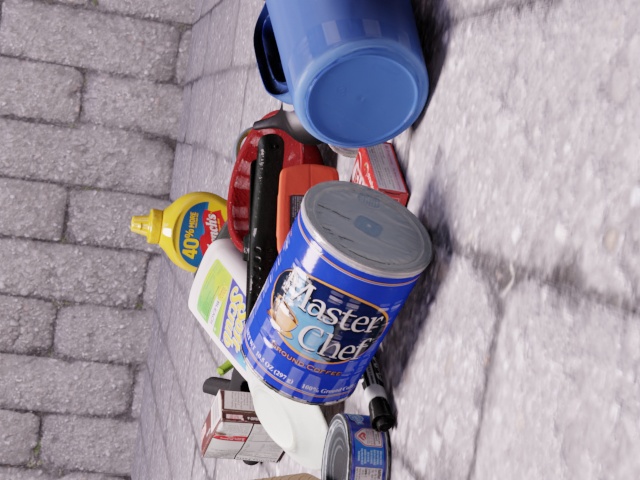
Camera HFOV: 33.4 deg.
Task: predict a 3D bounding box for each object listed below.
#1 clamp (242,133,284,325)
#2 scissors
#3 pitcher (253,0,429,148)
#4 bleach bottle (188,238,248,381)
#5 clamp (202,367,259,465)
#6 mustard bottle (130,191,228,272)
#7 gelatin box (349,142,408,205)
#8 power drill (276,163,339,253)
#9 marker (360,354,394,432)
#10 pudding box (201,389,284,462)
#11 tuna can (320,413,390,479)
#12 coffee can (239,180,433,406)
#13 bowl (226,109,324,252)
[{"bbox_3d":[-0.057,0.001,1.040,0.165,0.036,0.210,118,155,-77],"label":"clamp"},{"bbox_3d":[-0.102,-0.052,1.233,0.201,0.096,0.016,-43,6,-16],"label":"scissors"},{"bbox_3d":[0.011,-0.186,0.911,0.149,0.145,0.243,82,179,-46],"label":"pitcher"},{"bbox_3d":[-0.059,0.093,1.119,0.251,0.068,0.103,42,112,54],"label":"bleach bottle"},{"bbox_3d":[-0.080,0.198,1.254,0.120,0.039,0.172,58,149,5],"label":"clamp"},{"bbox_3d":[-0.127,-0.008,1.264,0.058,0.191,0.096,-137,55,-74],"label":"mustard bottle"},{"bbox_3d":[0.044,-0.033,0.901,0.089,0.030,0.073,-102,23,-55],"label":"gelatin box"},{"bbox_3d":[-0.010,0.015,0.988,0.188,0.057,0.184,90,177,-55],"label":"power drill"},{"bbox_3d":[0.041,0.111,0.862,0.121,0.020,0.020,-104,25,-57],"label":"marker"},{"bbox_3d":[-0.077,0.203,1.157,0.114,0.090,0.039,118,154,-55],"label":"pudding box"},{"bbox_3d":[0.027,0.181,0.850,0.086,0.033,0.086,-173,90,-77],"label":"tuna can"},{"bbox_3d":[0.009,0.040,0.807,0.103,0.102,0.140,-99,29,-51],"label":"coffee can"},{"bbox_3d":[-0.041,-0.059,1.168,0.162,0.055,0.162,-31,52,50],"label":"bowl"}]
